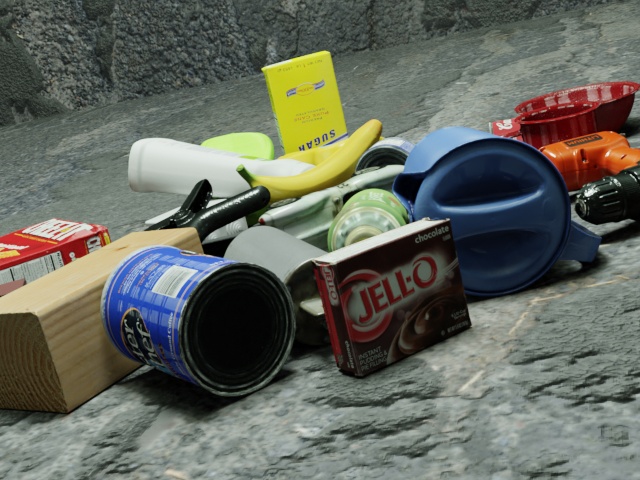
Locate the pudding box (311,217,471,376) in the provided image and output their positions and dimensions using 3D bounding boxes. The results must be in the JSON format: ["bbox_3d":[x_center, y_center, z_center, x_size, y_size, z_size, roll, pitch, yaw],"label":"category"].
[{"bbox_3d":[0.056,0.041,0.816,0.113,0.090,0.039,-21,16,-30],"label":"pudding box"}]

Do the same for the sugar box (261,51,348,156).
[{"bbox_3d":[-0.014,-0.161,1.459,0.093,0.176,0.048,-15,13,-6],"label":"sugar box"}]

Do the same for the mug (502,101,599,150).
[{"bbox_3d":[0.256,-0.101,1.182,0.117,0.081,0.093,-12,14,6],"label":"mug"}]

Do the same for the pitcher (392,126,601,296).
[{"bbox_3d":[0.149,-0.037,0.988,0.145,0.149,0.243,-27,11,5],"label":"pitcher"}]

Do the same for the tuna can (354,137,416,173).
[{"bbox_3d":[0.083,-0.073,1.224,0.086,0.086,0.033,-6,18,27],"label":"tuna can"}]

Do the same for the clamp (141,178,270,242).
[{"bbox_3d":[-0.135,-0.016,1.156,0.120,0.039,0.171,-4,34,43],"label":"clamp"}]

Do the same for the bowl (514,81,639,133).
[{"bbox_3d":[0.337,-0.161,1.389,0.162,0.055,0.162,-12,15,3],"label":"bowl"}]

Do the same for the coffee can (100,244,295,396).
[{"bbox_3d":[-0.100,0.060,0.853,0.102,0.103,0.141,-22,17,-31],"label":"coffee can"}]

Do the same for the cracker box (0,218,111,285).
[{"bbox_3d":[-0.364,0.038,1.231,0.213,0.072,0.164,-22,17,-32],"label":"cracker box"}]

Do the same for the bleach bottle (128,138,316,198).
[{"bbox_3d":[-0.103,-0.079,1.315,0.251,0.068,0.102,9,12,19],"label":"bleach bottle"}]

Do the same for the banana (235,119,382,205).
[{"bbox_3d":[-0.003,-0.081,1.237,0.197,0.069,0.037,-22,29,-28],"label":"banana"}]

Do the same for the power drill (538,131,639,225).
[{"bbox_3d":[0.292,-0.061,1.049,0.184,0.057,0.188,-12,16,-19],"label":"power drill"}]

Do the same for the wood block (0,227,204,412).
[{"bbox_3d":[-0.194,0.065,0.947,0.091,0.090,0.205,-4,18,35],"label":"wood block"}]

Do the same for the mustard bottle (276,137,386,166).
[{"bbox_3d":[0.029,-0.098,1.353,0.096,0.058,0.192,0,-6,-38],"label":"mustard bottle"}]
